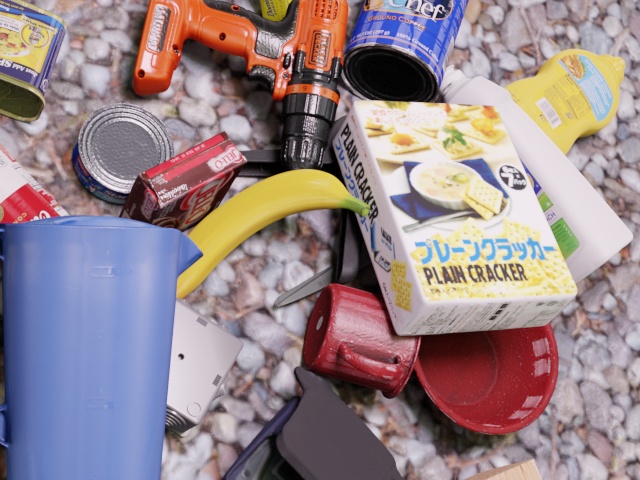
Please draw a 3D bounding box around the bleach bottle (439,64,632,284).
[{"bbox_3d":[0.199,-0.070,1.085,0.068,0.103,0.251,-32,79,-35],"label":"bleach bottle"}]

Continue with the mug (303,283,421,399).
[{"bbox_3d":[0.037,0.090,0.938,0.081,0.117,0.093,16,107,-13],"label":"mug"}]

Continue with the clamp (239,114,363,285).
[{"bbox_3d":[0.017,-0.072,1.024,0.164,0.036,0.209,39,55,5],"label":"clamp"}]

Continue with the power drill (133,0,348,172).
[{"bbox_3d":[-0.073,-0.155,0.979,0.187,0.057,0.184,10,75,-6],"label":"power drill"}]

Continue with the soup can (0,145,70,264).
[{"bbox_3d":[-0.256,-0.025,0.869,0.102,0.069,0.068,46,60,-3],"label":"soup can"}]

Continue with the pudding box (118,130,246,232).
[{"bbox_3d":[-0.121,-0.038,0.908,0.089,0.114,0.039,-30,83,-30],"label":"pudding box"}]

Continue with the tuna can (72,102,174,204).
[{"bbox_3d":[-0.175,-0.076,0.944,0.086,0.034,0.086,8,69,-22],"label":"tuna can"}]

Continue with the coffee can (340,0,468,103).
[{"bbox_3d":[0.088,-0.215,1.073,0.102,0.103,0.140,27,63,-14],"label":"coffee can"}]

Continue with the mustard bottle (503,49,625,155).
[{"bbox_3d":[0.269,-0.154,1.158,0.191,0.058,0.096,-34,89,-30],"label":"mustard bottle"}]

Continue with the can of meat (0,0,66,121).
[{"bbox_3d":[-0.277,-0.162,0.916,0.102,0.058,0.084,20,62,-18],"label":"can of meat"}]

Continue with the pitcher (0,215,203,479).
[{"bbox_3d":[-0.182,0.102,0.785,0.144,0.149,0.243,2,91,-66],"label":"pitcher"}]

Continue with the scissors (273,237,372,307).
[{"bbox_3d":[0.033,0.001,1.020,0.201,0.016,0.096,-10,75,-27],"label":"scissors"}]

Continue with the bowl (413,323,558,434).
[{"bbox_3d":[0.143,0.107,1.009,0.161,0.055,0.162,8,69,-22],"label":"bowl"}]

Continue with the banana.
[{"bbox_3d":[-0.059,-0.014,0.937,0.198,0.037,0.070,-26,54,2],"label":"banana"}]
